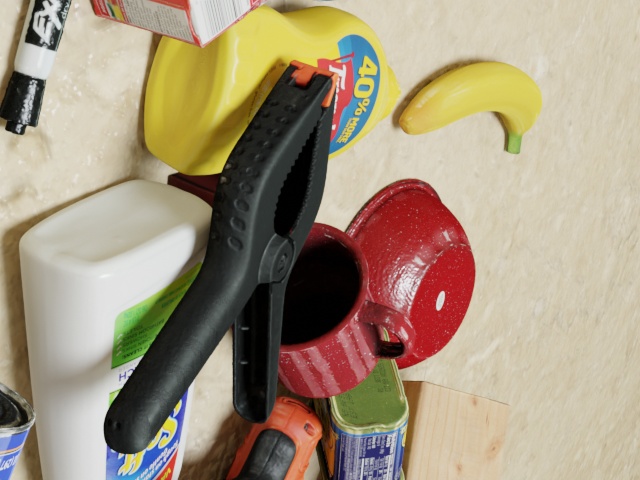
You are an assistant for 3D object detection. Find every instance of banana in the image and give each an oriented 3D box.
[{"bbox_3d":[0.127,-0.105,0.822,0.197,0.037,0.070,2,105,-54],"label":"banana"}]

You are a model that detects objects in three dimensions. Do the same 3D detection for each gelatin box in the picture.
[{"bbox_3d":[-0.057,-0.133,0.521,0.089,0.073,0.030,-44,140,-32],"label":"gelatin box"}]

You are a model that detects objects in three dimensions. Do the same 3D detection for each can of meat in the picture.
[{"bbox_3d":[0.025,0.117,0.740,0.057,0.102,0.084,-6,134,-9],"label":"can of meat"}]

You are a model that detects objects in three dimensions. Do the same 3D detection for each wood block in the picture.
[{"bbox_3d":[0.067,0.215,0.801,0.090,0.091,0.206,19,74,-31],"label":"wood block"}]

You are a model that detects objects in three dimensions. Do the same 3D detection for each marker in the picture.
[{"bbox_3d":[-0.125,-0.107,0.491,0.020,0.020,0.121,7,103,-55],"label":"marker"}]

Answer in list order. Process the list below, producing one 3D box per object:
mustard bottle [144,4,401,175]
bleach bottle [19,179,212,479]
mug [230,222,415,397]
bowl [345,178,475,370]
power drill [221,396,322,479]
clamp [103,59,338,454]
[{"bbox_3d":[-0.012,-0.089,0.620,0.191,0.058,0.096,-8,123,-53],"label":"mustard bottle"},{"bbox_3d":[-0.109,0.099,0.593,0.102,0.068,0.251,-32,136,-46],"label":"bleach bottle"},{"bbox_3d":[0.005,0.050,0.677,0.081,0.117,0.093,65,40,-53],"label":"mug"},{"bbox_3d":[0.070,0.037,0.808,0.161,0.055,0.162,-29,130,-42],"label":"bowl"},{"bbox_3d":[-0.065,0.198,0.658,0.187,0.057,0.184,-36,149,-79],"label":"power drill"},{"bbox_3d":[-0.040,0.011,0.543,0.164,0.036,0.210,-8,117,-69],"label":"clamp"}]
